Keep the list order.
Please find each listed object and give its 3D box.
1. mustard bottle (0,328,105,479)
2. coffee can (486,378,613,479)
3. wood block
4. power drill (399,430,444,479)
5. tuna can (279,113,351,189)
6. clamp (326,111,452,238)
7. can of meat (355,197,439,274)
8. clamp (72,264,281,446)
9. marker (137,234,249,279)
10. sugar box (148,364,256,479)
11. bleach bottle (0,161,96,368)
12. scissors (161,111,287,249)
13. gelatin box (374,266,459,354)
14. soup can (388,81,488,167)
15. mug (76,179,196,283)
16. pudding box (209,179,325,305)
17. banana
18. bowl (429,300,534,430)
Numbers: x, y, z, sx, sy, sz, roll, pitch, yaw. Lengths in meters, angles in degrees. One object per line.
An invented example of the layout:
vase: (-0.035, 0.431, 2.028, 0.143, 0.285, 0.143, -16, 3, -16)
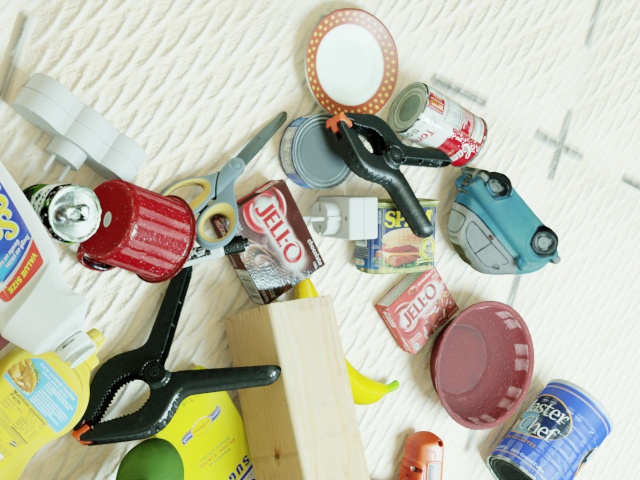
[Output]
mustard bottle: (-0.283, 0.156, 1.031, 0.191, 0.058, 0.096, -45, 108, -21)
coffee can: (0.298, 0.264, 1.384, 0.140, 0.103, 0.102, -45, 115, -21)
wood block: (-0.026, 0.170, 1.142, 0.090, 0.091, 0.206, -6, 82, -41)
power drill: (0.056, 0.270, 1.259, 0.187, 0.057, 0.184, 1, 97, -30)
tuna can: (-0.003, -0.100, 1.204, 0.085, 0.034, 0.086, -3, 95, -32)
clamp: (0.077, -0.080, 1.199, 0.171, 0.039, 0.120, 25, 52, -26)
can of meat: (0.089, -0.006, 1.257, 0.101, 0.058, 0.084, -3, 98, -33)
clamp: (-0.167, 0.128, 1.090, 0.210, 0.165, 0.036, -32, 156, -9)
marker: (-0.133, 0.017, 1.115, 0.121, 0.020, 0.020, -15, 102, -10)
sugar box: (-0.116, 0.233, 1.151, 0.093, 0.048, 0.176, -38, 112, -25)
bleach bottle: (-0.282, 0.004, 0.949, 0.102, 0.068, 0.251, -38, 83, -25)
scissors: (-0.085, -0.061, 1.141, 0.201, 0.016, 0.096, -34, 72, -25)
gelatin box: (0.118, 0.082, 1.298, 0.089, 0.030, 0.073, -42, 114, -23)
soup can: (0.140, -0.138, 1.272, 0.102, 0.069, 0.068, 26, 80, -31)
mug: (-0.192, -0.006, 1.053, 0.081, 0.117, 0.093, 23, 42, -51)
pudding box: (-0.058, 0.002, 1.174, 0.089, 0.039, 0.113, -34, 110, -25)
banana: (0.017, 0.131, 1.237, 0.197, 0.037, 0.069, 51, 49, -26)
bowl: (0.191, 0.152, 1.335, 0.161, 0.055, 0.162, -3, 95, -32)
